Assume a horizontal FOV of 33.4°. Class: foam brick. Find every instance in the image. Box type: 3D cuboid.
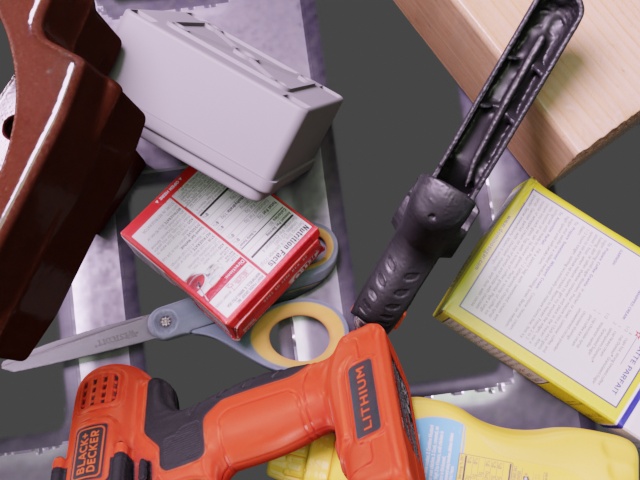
[{"bbox_3d":[-0.149,-0.047,0.605,0.078,0.051,0.053,30,82,5],"label":"foam brick"}]

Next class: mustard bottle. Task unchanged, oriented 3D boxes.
[{"bbox_3d":[0.066,0.135,0.571,0.191,0.058,0.096,11,83,2],"label":"mustard bottle"}]

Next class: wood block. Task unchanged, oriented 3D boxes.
[{"bbox_3d":[0.105,-0.141,0.601,0.091,0.090,0.206,-36,82,-6],"label":"wood block"}]

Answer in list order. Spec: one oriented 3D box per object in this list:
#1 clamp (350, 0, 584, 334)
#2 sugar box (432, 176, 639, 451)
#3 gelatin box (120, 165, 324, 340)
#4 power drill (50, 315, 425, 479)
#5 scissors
[{"bbox_3d":[0.063,-0.022,0.536,0.036,0.210,0.164,32,59,6],"label":"clamp"},{"bbox_3d":[0.162,0.051,0.592,0.176,0.048,0.093,34,82,2],"label":"sugar box"},{"bbox_3d":[-0.054,0.001,0.595,0.089,0.030,0.073,38,76,22],"label":"gelatin box"},{"bbox_3d":[-0.044,0.121,0.518,0.188,0.057,0.184,-15,44,9],"label":"power drill"},{"bbox_3d":[-0.071,0.060,0.604,0.201,0.016,0.096,-30,76,-5],"label":"scissors"}]
